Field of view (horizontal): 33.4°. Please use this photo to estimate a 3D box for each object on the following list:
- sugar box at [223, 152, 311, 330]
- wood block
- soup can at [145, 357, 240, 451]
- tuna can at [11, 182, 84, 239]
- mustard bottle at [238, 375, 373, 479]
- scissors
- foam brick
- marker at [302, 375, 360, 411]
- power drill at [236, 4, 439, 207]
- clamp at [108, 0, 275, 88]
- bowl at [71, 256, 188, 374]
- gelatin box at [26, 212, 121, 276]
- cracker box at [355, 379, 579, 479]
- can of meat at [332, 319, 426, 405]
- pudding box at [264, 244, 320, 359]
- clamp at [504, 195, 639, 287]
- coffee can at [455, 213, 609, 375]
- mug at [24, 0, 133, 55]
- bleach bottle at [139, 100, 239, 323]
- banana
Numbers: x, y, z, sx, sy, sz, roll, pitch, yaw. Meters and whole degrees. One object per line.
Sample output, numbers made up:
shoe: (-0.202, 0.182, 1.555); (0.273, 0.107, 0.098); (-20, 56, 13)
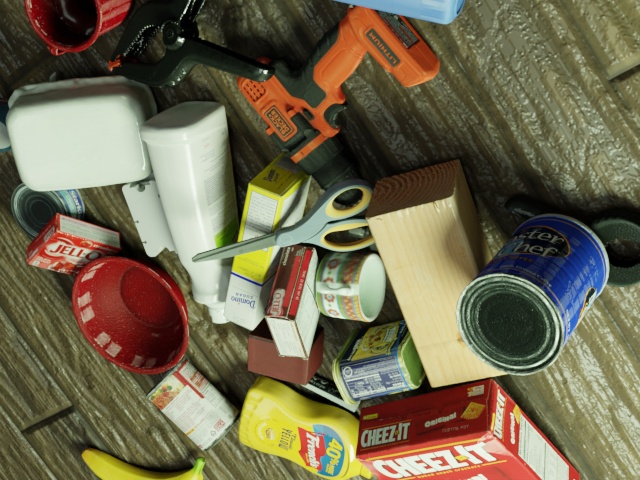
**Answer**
sugar box: (-0.058, 0.001, 1.164); (0.048, 0.093, 0.176); (24, 122, 12)
wood block: (0.126, 0.035, 1.085); (0.091, 0.090, 0.206); (-13, 115, 19)
soup can: (-0.158, 0.204, 1.330); (0.102, 0.068, 0.069); (44, 124, -4)
tuna can: (-0.333, -0.040, 1.300); (0.086, 0.033, 0.086); (10, 119, 19)
mustard bottle: (-0.002, 0.238, 1.284); (0.192, 0.058, 0.096); (21, 123, 12)
scissors: (-0.027, -0.020, 1.085); (0.201, 0.016, 0.096); (-2, 128, -18)
foam brick: (-0.040, 0.127, 1.247); (0.078, 0.052, 0.051); (13, 120, 19)
marker: (-0.009, 0.170, 1.275); (0.121, 0.020, 0.020); (25, 123, 10)
power drill: (0.027, -0.143, 1.072); (0.188, 0.057, 0.184); (-36, 97, 34)
clamp: (-0.143, -0.226, 1.107); (0.210, 0.036, 0.164); (-9, 90, 36)
bowl: (-0.220, 0.081, 1.300); (0.162, 0.055, 0.162); (10, 119, 19)
gelatin box: (-0.296, 0.009, 1.283); (0.089, 0.030, 0.073); (19, 134, -38)
cracker box: (0.163, 0.248, 1.162); (0.164, 0.072, 0.213); (-19, 133, 31)
can of meat: (0.072, 0.129, 1.169); (0.084, 0.102, 0.057); (-17, 107, 28)
pudding box: (-0.026, 0.068, 1.160); (0.039, 0.090, 0.113); (9, 153, 14)
clamp: (0.263, 0.001, 1.055); (0.172, 0.039, 0.120); (-13, 113, 29)
coffee can: (0.201, 0.048, 1.004); (0.103, 0.140, 0.103); (15, 121, 26)
mug: (-0.255, -0.246, 1.129); (0.093, 0.081, 0.117); (35, 124, 4)
bleach bottle: (-0.131, -0.021, 1.178); (0.068, 0.102, 0.251); (6, 117, 27)
banana: (-0.234, 0.318, 1.445); (0.198, 0.037, 0.069); (-2, 97, 23)
